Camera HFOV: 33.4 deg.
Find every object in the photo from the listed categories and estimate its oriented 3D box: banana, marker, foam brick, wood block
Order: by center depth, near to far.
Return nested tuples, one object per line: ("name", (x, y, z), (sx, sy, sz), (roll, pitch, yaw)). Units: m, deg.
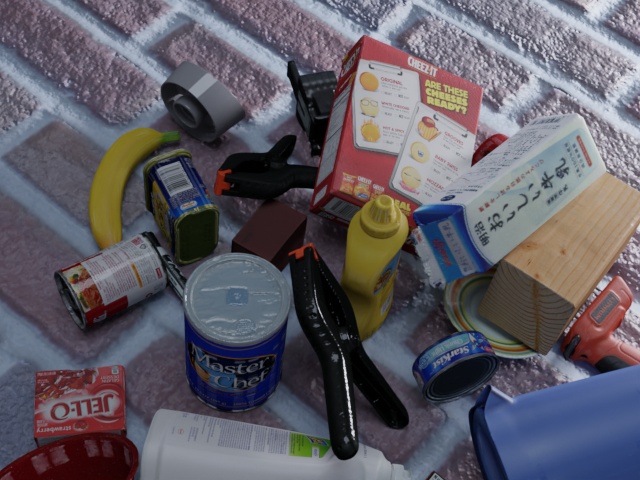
("wood block", (0.269, 0.016, 1.165), (0.090, 0.091, 0.205), (34, 50, 15))
("marker", (-0.164, 0.034, 1.170), (0.020, 0.020, 0.121), (-28, 61, -23))
("foam brick", (-0.058, 0.001, 1.185), (0.053, 0.051, 0.078), (29, 56, 16))
("banana", (-0.227, -0.067, 1.223), (0.070, 0.037, 0.197), (11, 54, 13))

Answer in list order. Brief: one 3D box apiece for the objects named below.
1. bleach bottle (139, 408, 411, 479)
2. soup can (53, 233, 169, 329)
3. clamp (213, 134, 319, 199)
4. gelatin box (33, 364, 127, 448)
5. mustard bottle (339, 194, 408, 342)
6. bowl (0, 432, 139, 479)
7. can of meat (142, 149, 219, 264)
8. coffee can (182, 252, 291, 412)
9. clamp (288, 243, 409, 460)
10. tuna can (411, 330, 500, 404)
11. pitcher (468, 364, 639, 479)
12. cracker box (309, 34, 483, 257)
("bleach bottle", (-0.039, 0.216, 1.008), (0.251, 0.068, 0.102), (8, 16, -1))
("soup can", (-0.220, 0.042, 1.129), (0.102, 0.068, 0.068), (-27, 61, -23))
("clamp", (-0.056, -0.084, 1.222), (0.171, 0.039, 0.120), (-6, 28, -36))
("gelatin box", (-0.238, 0.164, 1.061), (0.089, 0.030, 0.073), (-3, 55, -8))
("mustard bottle", (0.053, 0.019, 1.096), (0.058, 0.192, 0.096), (24, 55, 11))
("bowl", (-0.233, 0.242, 0.964), (0.162, 0.055, 0.162), (-15, 21, 6))
("can of meat", (-0.151, -0.035, 1.172), (0.057, 0.102, 0.084), (-21, 61, -19))
("coffee can", (-0.084, 0.093, 1.060), (0.102, 0.140, 0.103), (3, 54, -4))
("clamp", (0.023, 0.105, 1.040), (0.036, 0.164, 0.210), (-25, 75, 20))
("tuna can", (0.138, 0.129, 1.090), (0.086, 0.086, 0.034), (-15, 56, -16))
("pitcher", (0.274, 0.197, 1.008), (0.242, 0.149, 0.145), (-16, 49, -4))
("cracker box", (0.088, -0.103, 1.214), (0.164, 0.072, 0.213), (21, 62, -18))
